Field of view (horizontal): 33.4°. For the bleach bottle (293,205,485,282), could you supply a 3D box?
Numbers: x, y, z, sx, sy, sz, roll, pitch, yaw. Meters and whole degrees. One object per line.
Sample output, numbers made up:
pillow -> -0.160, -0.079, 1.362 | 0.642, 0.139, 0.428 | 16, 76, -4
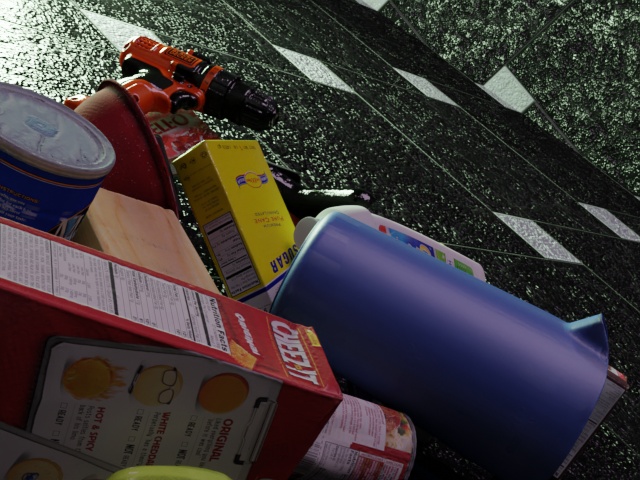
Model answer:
bleach bottle -> 0.064, 0.035, 0.982 | 0.250, 0.068, 0.102 | 23, 64, -48

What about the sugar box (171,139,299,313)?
sugar box -> -0.056, 0.001, 0.911 | 0.093, 0.048, 0.176 | -12, 74, -63

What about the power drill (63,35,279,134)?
power drill -> -0.154, -0.129, 1.066 | 0.184, 0.057, 0.187 | 24, 36, 13

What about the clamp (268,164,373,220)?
clamp -> -0.023, -0.035, 1.068 | 0.210, 0.036, 0.164 | 28, -25, 17

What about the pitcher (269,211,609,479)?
pitcher -> 0.082, 0.088, 0.815 | 0.243, 0.149, 0.145 | 29, -24, 6

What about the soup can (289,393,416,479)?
soup can -> 0.007, 0.140, 0.750 | 0.102, 0.069, 0.068 | 22, 22, -25

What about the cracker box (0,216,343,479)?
cracker box -> -0.124, 0.089, 0.534 | 0.213, 0.164, 0.072 | 22, 24, -26

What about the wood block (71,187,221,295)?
wood block -> -0.122, 0.060, 0.714 | 0.090, 0.091, 0.206 | 18, 24, -37

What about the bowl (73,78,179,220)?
bowl -> -0.171, -0.045, 0.856 | 0.055, 0.162, 0.162 | -20, 47, -25

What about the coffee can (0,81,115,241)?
coffee can -> -0.210, -0.018, 0.693 | 0.102, 0.140, 0.103 | 28, 20, -11

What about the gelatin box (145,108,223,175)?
gelatin box -> -0.156, -0.103, 1.103 | 0.089, 0.030, 0.073 | -22, 55, -40
